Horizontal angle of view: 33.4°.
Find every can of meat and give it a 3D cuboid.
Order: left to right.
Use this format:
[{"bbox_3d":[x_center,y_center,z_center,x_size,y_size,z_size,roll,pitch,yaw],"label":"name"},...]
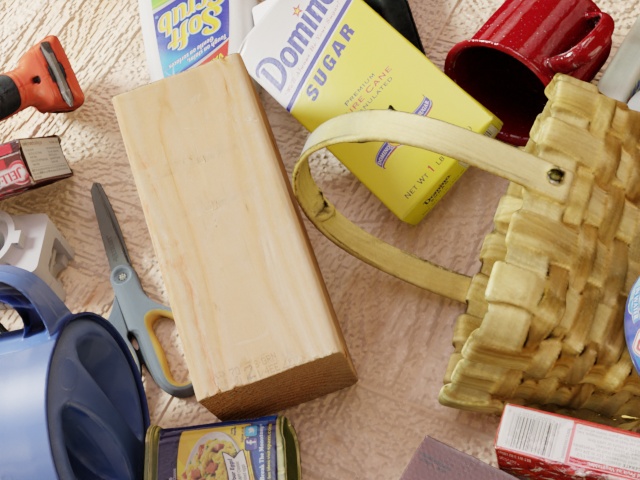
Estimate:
[{"bbox_3d":[-0.055,0.155,0.623,0.084,0.057,0.102,-9,56,7],"label":"can of meat"}]

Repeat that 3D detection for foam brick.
[{"bbox_3d":[0.082,0.153,0.590,0.078,0.051,0.053,24,65,27],"label":"foam brick"}]

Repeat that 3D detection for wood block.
[{"bbox_3d":[-0.054,0.001,0.675,0.090,0.091,0.206,-20,68,2],"label":"wood block"}]

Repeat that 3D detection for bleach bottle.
[{"bbox_3d":[-0.084,-0.147,0.827,0.102,0.068,0.251,-17,57,4],"label":"bleach bottle"}]

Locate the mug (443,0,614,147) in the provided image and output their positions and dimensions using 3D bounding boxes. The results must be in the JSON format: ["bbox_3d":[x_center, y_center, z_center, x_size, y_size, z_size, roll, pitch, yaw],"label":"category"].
[{"bbox_3d":[0.151,-0.126,0.722,0.081,0.093,0.117,-49,15,-23],"label":"mug"}]

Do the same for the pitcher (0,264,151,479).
[{"bbox_3d":[-0.237,0.118,0.646,0.243,0.145,0.149,-11,63,13],"label":"pitcher"}]

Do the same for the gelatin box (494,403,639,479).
[{"bbox_3d":[0.142,0.125,0.578,0.089,0.073,0.030,11,61,21],"label":"gelatin box"}]

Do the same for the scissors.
[{"bbox_3d":[-0.149,0.044,0.747,0.096,0.016,0.202,-37,56,-10],"label":"scissors"}]

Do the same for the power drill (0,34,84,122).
[{"bbox_3d":[-0.279,-0.090,0.812,0.187,0.057,0.185,-27,11,-16],"label":"power drill"}]

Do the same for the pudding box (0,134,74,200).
[{"bbox_3d":[-0.239,-0.046,0.777,0.090,0.113,0.039,-17,98,3],"label":"pudding box"}]

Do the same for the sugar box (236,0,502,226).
[{"bbox_3d":[0.030,-0.103,0.733,0.176,0.048,0.093,44,100,16],"label":"sugar box"}]
